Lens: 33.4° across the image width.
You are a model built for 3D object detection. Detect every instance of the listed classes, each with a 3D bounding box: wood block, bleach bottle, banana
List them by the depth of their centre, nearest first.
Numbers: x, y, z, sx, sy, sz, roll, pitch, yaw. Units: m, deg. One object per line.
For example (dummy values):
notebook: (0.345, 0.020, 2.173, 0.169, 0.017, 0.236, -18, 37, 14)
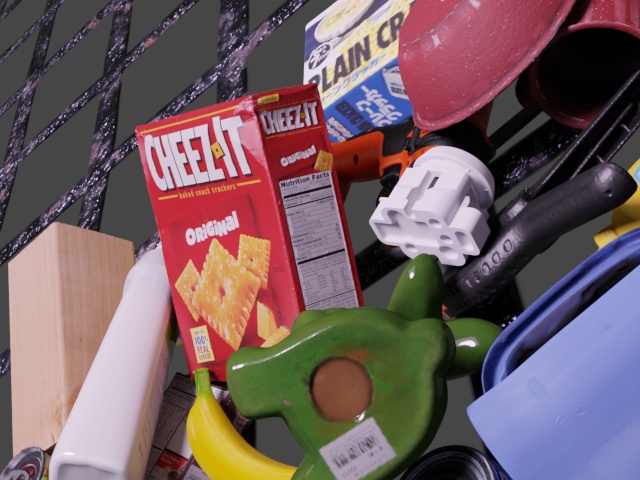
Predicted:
banana: (-0.043, 0.160, 0.765, 0.198, 0.037, 0.070, 25, 114, 44)
bleach bottle: (-0.151, 0.101, 0.874, 0.103, 0.068, 0.250, 100, -179, -45)
wood block: (-0.220, 0.100, 0.967, 0.091, 0.090, 0.206, -34, 54, 36)

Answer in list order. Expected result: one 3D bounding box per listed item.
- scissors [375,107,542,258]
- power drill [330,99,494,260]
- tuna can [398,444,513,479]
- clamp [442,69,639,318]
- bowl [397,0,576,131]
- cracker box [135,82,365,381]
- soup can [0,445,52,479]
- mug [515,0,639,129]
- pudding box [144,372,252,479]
scissors: (0.113, -0.070, 0.843, 0.202, 0.016, 0.096, -49, 31, 4)
power drill: (0.047, -0.043, 0.833, 0.188, 0.057, 0.184, -17, 40, 41)
tuna can: (0.078, 0.165, 0.629, 0.086, 0.033, 0.086, -33, 36, 28)
clamp: (0.144, -0.021, 0.695, 0.210, 0.036, 0.164, -47, 2, 44)
bowl: (0.106, -0.156, 0.750, 0.162, 0.055, 0.162, -43, 21, 20)
cracker box: (-0.055, 0.001, 0.818, 0.071, 0.214, 0.164, -17, 7, -40)
soup can: (-0.211, 0.222, 0.881, 0.069, 0.102, 0.068, -33, 36, 28)
mug: (0.186, -0.132, 0.748, 0.117, 0.093, 0.081, -33, 30, 41)
pudding box: (-0.111, 0.169, 0.868, 0.090, 0.039, 0.113, 7, 61, 55)
